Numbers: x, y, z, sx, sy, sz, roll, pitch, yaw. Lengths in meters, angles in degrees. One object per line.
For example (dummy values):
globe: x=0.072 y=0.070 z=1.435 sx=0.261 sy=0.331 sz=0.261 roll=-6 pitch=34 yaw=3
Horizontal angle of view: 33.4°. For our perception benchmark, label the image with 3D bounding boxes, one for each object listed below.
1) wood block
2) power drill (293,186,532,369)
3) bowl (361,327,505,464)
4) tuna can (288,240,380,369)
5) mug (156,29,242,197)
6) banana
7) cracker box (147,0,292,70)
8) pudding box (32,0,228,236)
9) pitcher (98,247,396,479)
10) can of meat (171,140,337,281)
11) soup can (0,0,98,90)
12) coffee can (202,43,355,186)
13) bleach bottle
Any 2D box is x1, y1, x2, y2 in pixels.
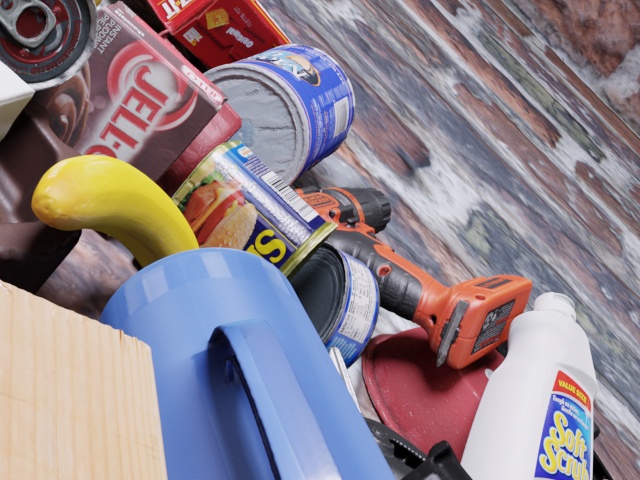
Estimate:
wood block: x=-0.111 y=0.122 z=0.379 sx=0.090 sy=0.090 sz=0.206 roll=29 pitch=28 yaw=-33
power drill: x=0.056 y=0.017 z=0.788 sx=0.188 sy=0.057 sz=0.184 roll=27 pitch=23 yaw=25
bowl: x=0.108 y=0.117 z=0.783 sx=0.162 sy=0.055 sz=0.162 roll=36 pitch=24 yaw=-19
tuna can: x=-0.003 y=0.046 z=0.683 sx=0.033 sy=0.086 sz=0.086 roll=28 pitch=28 yaw=-36
mug: x=-0.111 y=-0.080 z=0.733 sx=0.081 sy=0.093 sz=0.117 roll=46 pitch=-13 yaw=-8
banana: x=-0.097 y=-0.004 z=0.562 sx=0.197 sy=0.037 sz=0.069 roll=56 pitch=14 yaw=-62
cracker box: x=-0.114 y=-0.235 z=0.936 sx=0.214 sy=0.072 sz=0.164 roll=56 pitch=9 yaw=26
pudding box: x=-0.125 y=-0.074 z=0.648 sx=0.090 sy=0.114 sz=0.039 roll=41 pitch=21 yaw=-7
pitcher: x=-0.028 y=0.107 z=0.469 sx=0.144 sy=0.149 sz=0.243 roll=32 pitch=22 yaw=-39
can of meat: x=-0.054 y=0.001 z=0.656 sx=0.084 sy=0.102 sz=0.057 roll=43 pitch=23 yaw=3
soup can: x=-0.177 y=-0.132 z=0.596 sx=0.068 sy=0.068 sz=0.102 roll=19 pitch=13 yaw=-45
coffee can: x=-0.039 y=-0.095 z=0.835 sx=0.103 sy=0.103 sz=0.140 roll=45 pitch=23 yaw=0
bleach bottle: x=0.135 y=0.128 z=0.690 sx=0.102 sy=0.068 sz=0.250 roll=47 pitch=40 yaw=-26
